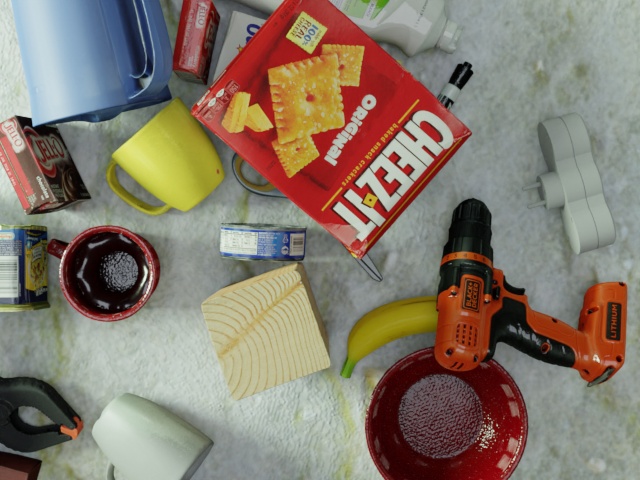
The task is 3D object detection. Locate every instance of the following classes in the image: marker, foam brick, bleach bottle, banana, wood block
[{"bbox_3d":[0.119,-0.129,1.087,0.020,0.020,0.121,32,91,-1],"label":"marker"},{"bbox_3d":[-0.321,0.258,1.077,0.051,0.053,0.078,16,90,0],"label":"foam brick"},{"bbox_3d":[0.020,-0.242,1.065,0.251,0.068,0.102,24,91,-3],"label":"bleach bottle"},{"bbox_3d":[0.111,0.088,1.085,0.198,0.037,0.069,-11,118,3],"label":"banana"},{"bbox_3d":[-0.047,0.077,0.997,0.091,0.206,0.090,-19,91,1],"label":"wood block"}]

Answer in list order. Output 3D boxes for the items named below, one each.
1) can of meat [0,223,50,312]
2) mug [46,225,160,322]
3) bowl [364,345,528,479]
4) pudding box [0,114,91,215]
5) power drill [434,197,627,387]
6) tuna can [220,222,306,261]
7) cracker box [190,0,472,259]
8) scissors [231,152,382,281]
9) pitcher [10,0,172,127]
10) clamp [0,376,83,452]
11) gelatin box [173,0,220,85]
[{"bbox_3d":[-0.302,0.027,1.049,0.057,0.102,0.084,0,89,0],"label":"can of meat"},{"bbox_3d":[-0.215,0.027,1.058,0.117,0.081,0.093,20,91,-1],"label":"mug"},{"bbox_3d":[0.124,0.182,1.074,0.162,0.055,0.162,0,92,0],"label":"bowl"},{"bbox_3d":[-0.273,-0.073,1.041,0.039,0.113,0.090,-25,91,4],"label":"pudding box"},{"bbox_3d":[0.206,0.057,1.054,0.187,0.057,0.184,14,63,-6],"label":"power drill"},{"bbox_3d":[-0.057,0.001,1.056,0.086,0.086,0.034,3,93,0],"label":"tuna can"},{"bbox_3d":[0.009,-0.112,1.009,0.213,0.072,0.164,41,93,-9],"label":"cracker box"},{"bbox_3d":[-0.020,-0.032,1.089,0.096,0.016,0.202,-24,90,-2],"label":"scissors"},{"bbox_3d":[-0.221,-0.232,0.993,0.149,0.145,0.243,-12,97,0],"label":"pitcher"},{"bbox_3d":[-0.325,0.160,1.078,0.171,0.039,0.120,7,110,-3],"label":"clamp"},{"bbox_3d":[-0.122,-0.196,1.050,0.030,0.089,0.073,11,91,-1],"label":"gelatin box"}]
